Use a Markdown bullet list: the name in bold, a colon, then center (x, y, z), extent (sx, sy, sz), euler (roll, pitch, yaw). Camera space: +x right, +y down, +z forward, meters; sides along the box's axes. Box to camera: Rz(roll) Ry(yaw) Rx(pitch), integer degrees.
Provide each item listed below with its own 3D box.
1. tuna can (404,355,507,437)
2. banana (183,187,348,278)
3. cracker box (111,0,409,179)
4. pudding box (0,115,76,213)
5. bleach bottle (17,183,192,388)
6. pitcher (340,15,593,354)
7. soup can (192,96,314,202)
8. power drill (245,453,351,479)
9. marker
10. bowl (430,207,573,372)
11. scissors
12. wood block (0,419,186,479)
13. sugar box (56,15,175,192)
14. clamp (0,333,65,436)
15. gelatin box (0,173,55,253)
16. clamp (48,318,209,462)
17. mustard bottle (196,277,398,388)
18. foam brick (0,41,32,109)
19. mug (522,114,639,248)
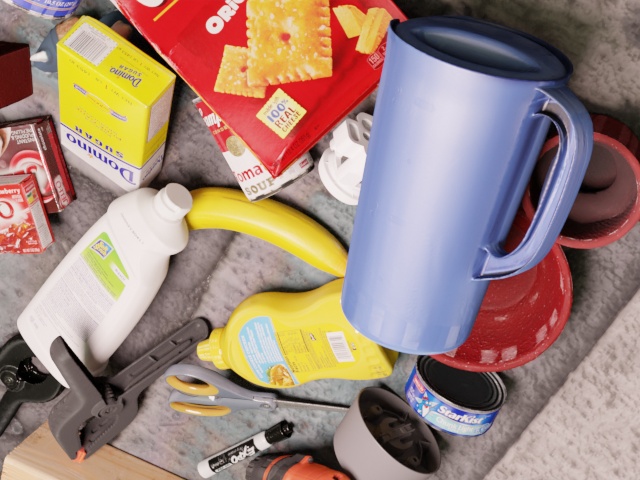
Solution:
- **tuna can**: center (0.118, 0.133, 0.942), extent (0.086, 0.086, 0.034), euler (26, 119, 9)
- **banana**: center (-0.062, -0.013, 0.981), extent (0.198, 0.037, 0.069), euler (11, 136, 18)
- **cracker box**: center (-0.048, -0.181, 0.847), extent (0.164, 0.072, 0.213), euler (-42, 93, -1)
- **pudding box**: center (-0.304, -0.069, 1.044), extent (0.114, 0.039, 0.090), euler (-5, 110, 23)
- **bleach bottle**: center (-0.193, 0.037, 1.011), extent (0.102, 0.068, 0.251), euler (49, 126, 3)
- **pitcher**: center (0.097, -0.034, 0.792), extent (0.145, 0.149, 0.243), euler (11, 118, -3)
- **soup can**: center (-0.057, -0.093, 0.926), extent (0.069, 0.068, 0.102), euler (-23, 102, 27)
- **power drill**: center (0.018, 0.281, 1.027), extent (0.187, 0.057, 0.185), euler (48, 160, -15)
- **marker**: center (-0.076, 0.212, 1.084), extent (0.121, 0.020, 0.020), euler (-31, 98, 28)
- **bowl**: center (0.136, 0.029, 0.909), extent (0.162, 0.055, 0.162), euler (7, 113, 18)
- **scissors**: center (-0.066, 0.147, 1.035), extent (0.202, 0.016, 0.096), euler (-5, 141, 23)
- **wood block**: center (-0.228, 0.283, 1.130), extent (0.206, 0.090, 0.091), euler (22, 116, 11)
- **sugar box**: center (-0.180, -0.111, 0.925), extent (0.093, 0.048, 0.176), euler (35, 153, 4)
- **clamp**: center (-0.332, 0.136, 1.138), extent (0.172, 0.039, 0.120), euler (-31, 104, 22)
- **gelatin box**: center (-0.309, -0.024, 1.026), extent (0.089, 0.030, 0.073), euler (-3, 115, 19)
- **clamp**: center (-0.204, 0.150, 1.059), extent (0.036, 0.164, 0.210), euler (59, 141, 31)
- **mustard bottle**: center (-0.030, 0.092, 0.995), extent (0.192, 0.058, 0.096), euler (-11, 119, 24)
- **foam brick**: center (-0.311, -0.153, 0.991), extent (0.053, 0.078, 0.051), euler (7, 113, 15)
- **mug**: center (0.220, -0.046, 0.833), extent (0.117, 0.081, 0.093), euler (25, 117, 10)
